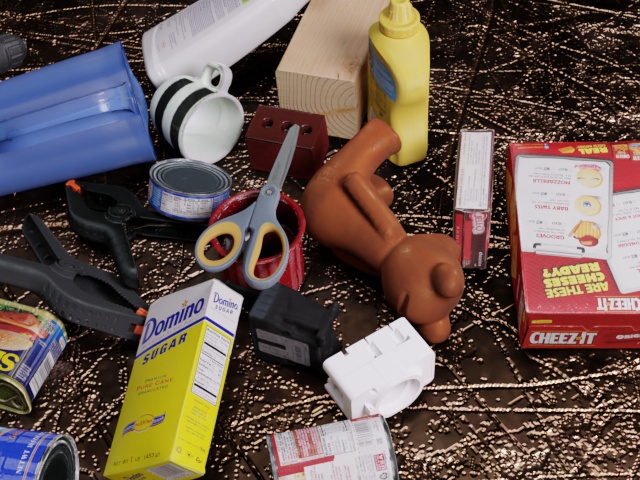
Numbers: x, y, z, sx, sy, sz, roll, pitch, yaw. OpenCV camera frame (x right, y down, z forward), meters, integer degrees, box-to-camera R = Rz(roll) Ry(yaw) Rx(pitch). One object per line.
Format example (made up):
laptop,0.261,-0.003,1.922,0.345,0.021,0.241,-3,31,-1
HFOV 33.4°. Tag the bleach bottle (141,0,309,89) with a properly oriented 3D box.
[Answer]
bleach bottle,-0.082,-0.257,1.208,0.251,0.068,0.102,-29,45,14

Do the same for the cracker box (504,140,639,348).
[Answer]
cracker box,0.268,0.001,1.035,0.164,0.072,0.213,-1,52,4

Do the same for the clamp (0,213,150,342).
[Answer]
clamp,-0.251,0.034,1.044,0.210,0.036,0.164,25,19,5

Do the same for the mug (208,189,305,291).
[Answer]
mug,-0.057,0.001,1.051,0.093,0.081,0.117,5,52,8

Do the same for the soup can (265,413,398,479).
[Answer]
soup can,0.009,0.188,0.903,0.102,0.068,0.068,-11,51,-5

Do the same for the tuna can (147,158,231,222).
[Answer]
tuna can,-0.136,-0.052,1.110,0.086,0.034,0.086,9,27,-5

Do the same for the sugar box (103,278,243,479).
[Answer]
sugar box,-0.128,0.126,0.942,0.094,0.048,0.176,-21,48,37

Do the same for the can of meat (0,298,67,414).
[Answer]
can of meat,-0.299,0.105,1.001,0.102,0.057,0.083,13,50,14

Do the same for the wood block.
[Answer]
wood block,0.027,-0.224,1.224,0.091,0.090,0.206,12,53,13

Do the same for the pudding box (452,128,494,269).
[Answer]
pudding box,0.153,-0.042,1.065,0.039,0.090,0.113,3,51,6

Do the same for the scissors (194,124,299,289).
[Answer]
scissors,-0.068,-0.036,1.017,0.096,0.016,0.201,-2,51,2

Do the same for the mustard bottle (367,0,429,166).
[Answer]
mustard bottle,0.081,-0.174,1.113,0.058,0.191,0.096,-16,52,-9

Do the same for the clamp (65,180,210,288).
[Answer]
clamp,-0.207,-0.010,1.093,0.172,0.039,0.120,21,35,23

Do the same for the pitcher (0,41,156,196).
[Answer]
pitcher,-0.303,-0.118,1.129,0.242,0.149,0.145,-17,52,-6

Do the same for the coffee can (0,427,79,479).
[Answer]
coffee can,-0.286,0.204,0.888,0.140,0.103,0.102,5,51,8

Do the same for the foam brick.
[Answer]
foam brick,-0.035,-0.106,1.156,0.078,0.051,0.053,11,53,12
